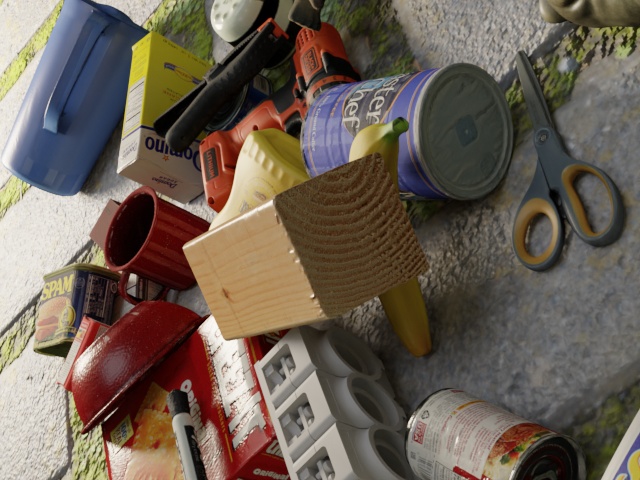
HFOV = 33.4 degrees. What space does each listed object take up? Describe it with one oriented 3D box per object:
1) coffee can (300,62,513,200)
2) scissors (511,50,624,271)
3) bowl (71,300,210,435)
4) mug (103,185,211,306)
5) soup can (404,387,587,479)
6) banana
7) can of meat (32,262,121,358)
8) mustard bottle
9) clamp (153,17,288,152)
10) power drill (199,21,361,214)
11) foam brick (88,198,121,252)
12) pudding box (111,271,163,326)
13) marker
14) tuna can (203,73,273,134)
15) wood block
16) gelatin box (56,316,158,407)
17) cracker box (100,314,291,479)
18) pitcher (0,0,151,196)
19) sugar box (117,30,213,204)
[{"bbox_3d":[0.067,-0.081,0.849,0.141,0.102,0.103,0,69,51],"label":"coffee can"},{"bbox_3d":[0.158,-0.056,0.794,0.096,0.016,0.202,-47,39,21],"label":"scissors"},{"bbox_3d":[-0.180,0.107,1.001,0.162,0.055,0.162,-43,-1,-1],"label":"bowl"},{"bbox_3d":[-0.167,0.013,1.096,0.093,0.081,0.117,7,74,52],"label":"mug"},{"bbox_3d":[0.110,0.142,0.690,0.102,0.068,0.068,18,83,54],"label":"soup can"},{"bbox_3d":[0.050,-0.007,0.790,0.037,0.198,0.070,-16,29,-9],"label":"banana"},{"bbox_3d":[-0.258,0.077,1.127,0.102,0.057,0.084,-17,62,48],"label":"can of meat"},{"bbox_3d":[-0.057,0.001,0.963,0.096,0.058,0.192,40,123,23],"label":"mustard bottle"},{"bbox_3d":[-0.106,-0.156,1.085,0.171,0.039,0.120,-45,26,-11],"label":"clamp"},{"bbox_3d":[-0.034,-0.099,1.024,0.188,0.057,0.184,-39,39,25],"label":"power drill"},{"bbox_3d":[-0.214,-0.005,1.191,0.053,0.051,0.078,-59,37,5],"label":"foam brick"},{"bbox_3d":[-0.215,0.081,1.152,0.114,0.039,0.090,-35,47,37],"label":"pudding box"},{"bbox_3d":[-0.106,0.169,0.860,0.020,0.020,0.121,-45,43,24],"label":"marker"},{"bbox_3d":[-0.091,-0.144,1.138,0.086,0.033,0.086,-29,49,38],"label":"tuna can"},{"bbox_3d":[-0.019,0.011,0.796,0.091,0.090,0.206,66,154,-2],"label":"wood block"},{"bbox_3d":[-0.210,0.126,1.075,0.030,0.089,0.073,12,79,55],"label":"gelatin box"},{"bbox_3d":[-0.097,0.169,0.925,0.214,0.072,0.164,-45,41,23],"label":"cracker box"},{"bbox_3d":[-0.308,-0.181,1.345,0.145,0.149,0.243,34,100,39],"label":"pitcher"},{"bbox_3d":[-0.168,-0.136,1.179,0.048,0.093,0.176,-30,48,37],"label":"sugar box"}]
